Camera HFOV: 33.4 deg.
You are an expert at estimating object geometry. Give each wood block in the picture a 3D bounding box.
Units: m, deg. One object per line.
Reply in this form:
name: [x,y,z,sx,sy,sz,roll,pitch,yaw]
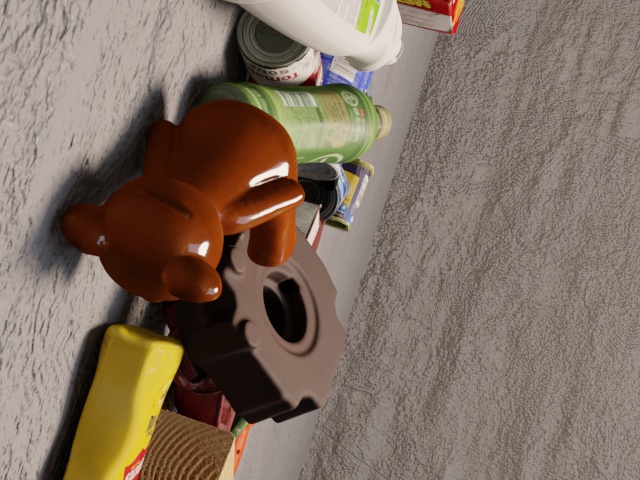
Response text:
wood block: [-0.140,0.258,1.044,0.206,0.091,0.090,97,12,-54]

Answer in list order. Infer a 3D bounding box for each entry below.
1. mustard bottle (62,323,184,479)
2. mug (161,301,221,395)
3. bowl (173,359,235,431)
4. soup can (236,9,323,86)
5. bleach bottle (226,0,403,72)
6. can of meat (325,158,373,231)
mustard bottle: [-0.159,0.161,0.798,0.096,0.058,0.191,58,50,-87]
mug: [-0.094,0.082,0.926,0.117,0.093,0.081,-38,110,-46]
bowl: [-0.109,0.129,1.072,0.162,0.055,0.162,14,88,-88]
soup can: [-0.034,-0.162,0.932,0.102,0.068,0.068,74,34,-77]
bleach bottle: [0.005,-0.188,0.836,0.250,0.068,0.102,27,74,-61]
can of meat: [0.006,-0.068,1.343,0.057,0.102,0.084,71,39,-78]
